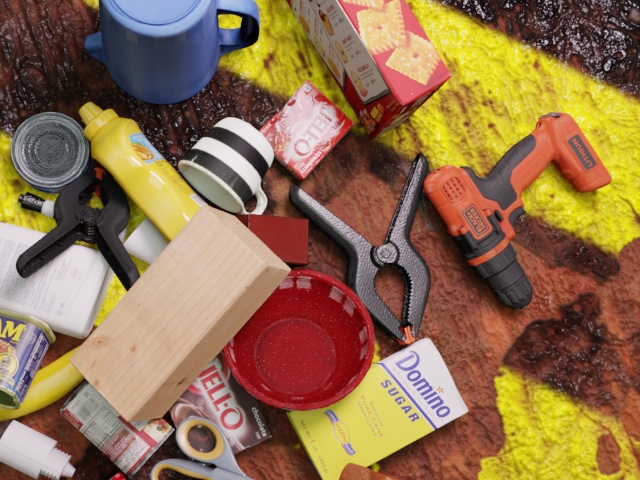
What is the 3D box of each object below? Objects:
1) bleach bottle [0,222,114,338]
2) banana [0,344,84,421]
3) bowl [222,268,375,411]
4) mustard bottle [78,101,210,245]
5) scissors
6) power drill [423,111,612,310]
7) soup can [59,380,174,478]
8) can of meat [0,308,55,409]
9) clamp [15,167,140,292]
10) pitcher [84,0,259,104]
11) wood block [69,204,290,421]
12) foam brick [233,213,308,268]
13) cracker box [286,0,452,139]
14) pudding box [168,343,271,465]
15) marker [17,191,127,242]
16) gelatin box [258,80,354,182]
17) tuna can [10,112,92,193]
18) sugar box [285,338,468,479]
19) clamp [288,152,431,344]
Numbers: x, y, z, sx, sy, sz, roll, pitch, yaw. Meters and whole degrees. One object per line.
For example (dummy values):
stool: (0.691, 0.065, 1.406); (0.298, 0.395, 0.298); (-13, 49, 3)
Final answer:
bleach bottle: (-0.349, 0.017, 1.124); (0.251, 0.068, 0.102); (21, 79, -1)
banana: (-0.326, 0.153, 1.123); (0.197, 0.037, 0.069); (-8, 85, -7)
bowl: (-0.025, 0.113, 1.137); (0.162, 0.055, 0.162); (3, 62, -5)
mustard bottle: (-0.187, -0.071, 1.133); (0.058, 0.096, 0.191); (-42, 89, 11)
scissors: (-0.072, 0.234, 1.090); (0.202, 0.016, 0.096); (4, 72, 6)
power drill: (0.231, -0.040, 1.192); (0.187, 0.057, 0.184); (-36, 100, -11)
soup can: (-0.213, 0.189, 1.115); (0.102, 0.068, 0.068); (42, 81, 0)
can of meat: (-0.337, 0.118, 1.093); (0.102, 0.057, 0.084); (12, 59, 11)
clamp: (-0.230, -0.010, 1.102); (0.120, 0.039, 0.171); (18, 42, -6)
pitcher: (-0.152, -0.229, 1.081); (0.145, 0.243, 0.149); (43, 82, -2)
wood block: (-0.138, 0.074, 1.067); (0.090, 0.090, 0.206); (43, 96, 15)
foam brick: (-0.058, 0.001, 1.148); (0.078, 0.053, 0.051); (5, 83, -31)
cracker box: (0.043, -0.229, 1.143); (0.072, 0.164, 0.214); (-30, 88, -11)
pudding box: (-0.115, 0.177, 1.142); (0.090, 0.039, 0.113); (-22, 86, -9)
marker: (-0.270, -0.026, 1.158); (0.121, 0.020, 0.020); (21, 82, -4)
gelatin box: (-0.018, -0.122, 1.191); (0.073, 0.030, 0.089); (43, 81, 0)
tuna can: (-0.291, -0.095, 1.156); (0.086, 0.034, 0.086); (1, 83, -6)
sugar box: (0.062, 0.185, 1.158); (0.176, 0.048, 0.093); (-28, 87, -7)
clamp: (0.057, 0.014, 1.180); (0.164, 0.036, 0.210); (-8, 83, -10)
